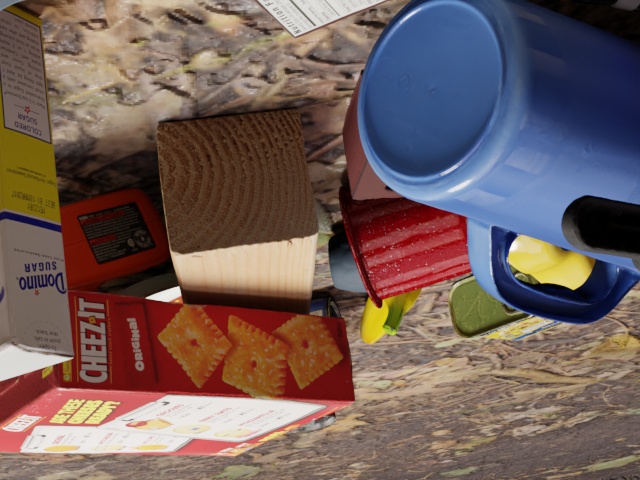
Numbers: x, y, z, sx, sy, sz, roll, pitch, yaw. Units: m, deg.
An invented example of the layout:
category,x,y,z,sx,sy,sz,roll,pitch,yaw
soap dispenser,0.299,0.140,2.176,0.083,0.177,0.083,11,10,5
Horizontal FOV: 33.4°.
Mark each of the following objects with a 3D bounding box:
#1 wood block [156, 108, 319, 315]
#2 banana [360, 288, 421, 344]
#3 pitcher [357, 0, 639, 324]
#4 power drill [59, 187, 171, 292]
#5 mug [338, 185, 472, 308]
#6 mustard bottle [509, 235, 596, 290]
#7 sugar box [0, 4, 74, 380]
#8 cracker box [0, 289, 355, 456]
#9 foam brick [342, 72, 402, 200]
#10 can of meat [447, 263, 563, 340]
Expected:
category,x,y,z,sx,sy,sz,roll,pitch,yaw
wood block,-0.055,0.002,0.734,0.090,0.090,0.206,-7,159,-6
banana,0.060,0.053,0.946,0.037,0.069,0.198,34,172,4
pitcher,0.134,-0.047,0.591,0.242,0.149,0.145,10,153,-43
power drill,-0.205,0.034,0.740,0.184,0.057,0.188,-23,175,-46
mug,0.062,-0.016,0.756,0.081,0.093,0.117,-18,121,10
mustard bottle,0.144,-0.022,0.742,0.058,0.096,0.191,-22,155,25
sugar box,-0.173,-0.019,0.512,0.093,0.176,0.048,-19,159,26
cracker box,-0.110,0.096,0.732,0.213,0.072,0.164,9,153,-34
foam brick,0.047,-0.064,0.658,0.053,0.051,0.078,-5,159,-9
can of meat,0.189,0.059,1.022,0.083,0.057,0.102,10,153,-44
